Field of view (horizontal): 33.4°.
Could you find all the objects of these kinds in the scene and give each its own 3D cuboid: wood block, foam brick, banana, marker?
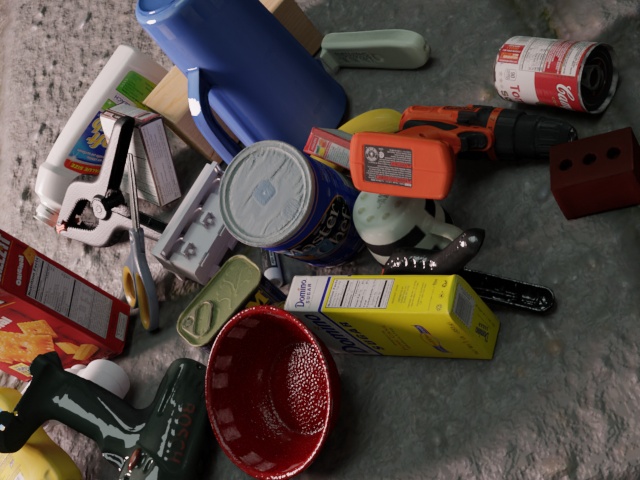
[{"bbox_3d":[-0.105,-0.208,1.307,0.206,0.090,0.090,-50,43,-5],"label":"wood block"},{"bbox_3d":[0.251,-0.060,0.964,0.078,0.051,0.053,-14,51,28],"label":"foam brick"},{"bbox_3d":[0.020,-0.084,1.162,0.198,0.037,0.070,-39,44,6],"label":"banana"},{"bbox_3d":[-0.058,0.001,1.168,0.020,0.020,0.121,-28,46,17],"label":"marker"}]

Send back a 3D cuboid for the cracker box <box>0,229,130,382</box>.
[{"bbox_3d":[-0.343,0.077,1.175,0.164,0.213,0.072,-17,54,30],"label":"cracker box"}]

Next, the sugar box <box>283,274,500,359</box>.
[{"bbox_3d":[0.063,0.070,0.976,0.177,0.093,0.048,-5,56,35],"label":"sugar box"}]

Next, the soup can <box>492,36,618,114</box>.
[{"bbox_3d":[0.229,-0.164,1.046,0.102,0.068,0.068,16,69,43],"label":"soup can"}]

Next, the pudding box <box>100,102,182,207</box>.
[{"bbox_3d":[-0.218,-0.104,1.299,0.039,0.113,0.090,-34,37,-32],"label":"pudding box"}]

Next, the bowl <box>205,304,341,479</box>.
[{"bbox_3d":[-0.034,0.140,0.995,0.162,0.055,0.162,-1,89,41],"label":"bowl"}]

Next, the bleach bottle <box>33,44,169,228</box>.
[{"bbox_3d":[-0.285,-0.125,1.387,0.251,0.102,0.068,-58,33,-5],"label":"bleach bottle"}]

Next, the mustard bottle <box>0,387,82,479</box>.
[{"bbox_3d":[-0.335,0.214,1.134,0.192,0.058,0.096,46,115,24],"label":"mustard bottle"}]

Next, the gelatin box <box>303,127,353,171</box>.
[{"bbox_3d":[0.033,-0.089,1.095,0.073,0.089,0.030,25,101,16],"label":"gelatin box"}]

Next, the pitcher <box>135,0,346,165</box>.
[{"bbox_3d":[-0.092,-0.192,1.175,0.145,0.242,0.149,-37,38,10],"label":"pitcher"}]

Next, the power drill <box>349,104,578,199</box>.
[{"bbox_3d":[0.128,-0.087,1.003,0.185,0.057,0.187,7,18,32],"label":"power drill"}]

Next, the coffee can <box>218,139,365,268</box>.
[{"bbox_3d":[-0.022,-0.033,1.060,0.103,0.140,0.103,-6,78,26],"label":"coffee can"}]

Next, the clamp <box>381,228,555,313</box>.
[{"bbox_3d":[0.112,0.026,0.959,0.172,0.120,0.039,-1,52,40],"label":"clamp"}]

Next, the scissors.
[{"bbox_3d":[-0.210,0.001,1.194,0.016,0.202,0.096,-13,10,-27],"label":"scissors"}]

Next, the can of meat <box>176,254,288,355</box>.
[{"bbox_3d":[-0.080,0.079,1.080,0.102,0.083,0.058,-50,44,-6],"label":"can of meat"}]

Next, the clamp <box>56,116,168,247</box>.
[{"bbox_3d":[-0.256,-0.055,1.288,0.210,0.164,0.036,-12,12,41],"label":"clamp"}]
